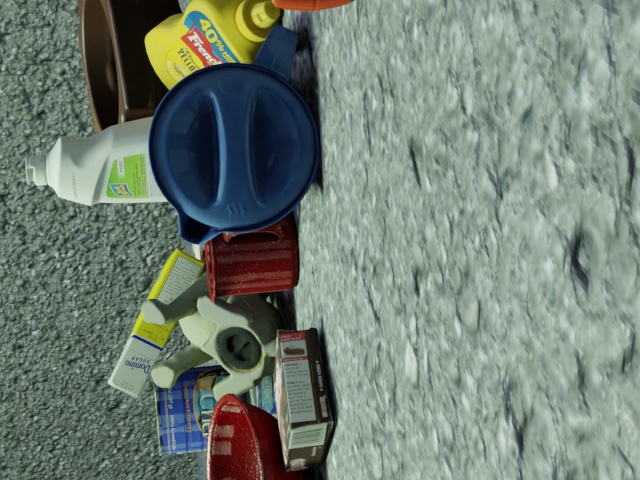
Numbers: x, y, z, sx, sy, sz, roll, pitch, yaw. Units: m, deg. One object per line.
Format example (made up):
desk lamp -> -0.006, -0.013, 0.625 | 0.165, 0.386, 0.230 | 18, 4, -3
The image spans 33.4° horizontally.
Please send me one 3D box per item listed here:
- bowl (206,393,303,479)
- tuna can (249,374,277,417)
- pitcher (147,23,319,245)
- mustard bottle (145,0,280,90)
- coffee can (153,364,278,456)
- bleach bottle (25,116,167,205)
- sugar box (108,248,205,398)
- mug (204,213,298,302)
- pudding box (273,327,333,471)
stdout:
bowl -> -0.058, 0.224, 1.006 | 0.162, 0.055, 0.162 | 180, 90, -66
tuna can -> -0.059, 0.154, 1.183 | 0.086, 0.033, 0.086 | 175, 90, -80
pitcher -> -0.075, -0.095, 0.938 | 0.243, 0.149, 0.145 | -133, 22, -80
mustard bottle -> -0.096, -0.195, 1.042 | 0.096, 0.058, 0.192 | 55, 147, -14
coffee can -> -0.127, 0.200, 1.283 | 0.103, 0.140, 0.103 | 175, 90, -81
bleach bottle -> -0.175, -0.088, 1.099 | 0.068, 0.250, 0.103 | -107, 16, -52
sugar box -> -0.197, 0.099, 1.276 | 0.176, 0.048, 0.093 | -62, 7, -10
mug -> -0.066, 0.005, 1.010 | 0.117, 0.081, 0.093 | 107, 157, -66
pudding box -> -0.018, 0.139, 0.920 | 0.113, 0.039, 0.090 | 101, 161, -59
